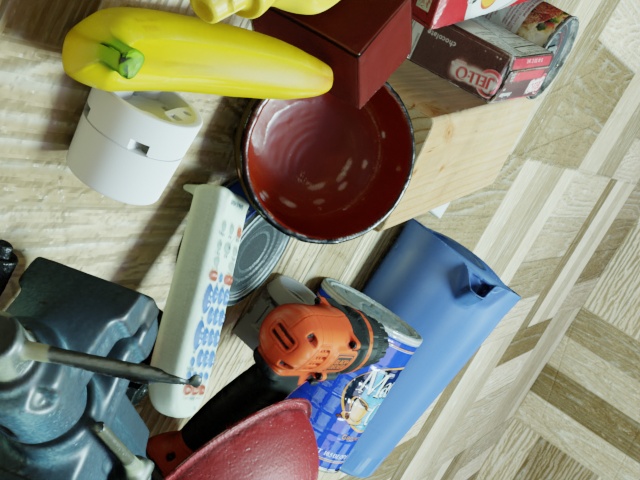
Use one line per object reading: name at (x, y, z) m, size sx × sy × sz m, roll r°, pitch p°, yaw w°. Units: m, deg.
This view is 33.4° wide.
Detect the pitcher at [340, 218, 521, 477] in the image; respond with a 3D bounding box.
pitcher at (0.073, 0.105, 1.056) m, size 0.243 × 0.145 × 0.149 m, roll -54°, pitch 150°, yaw 6°

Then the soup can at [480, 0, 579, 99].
soup can at (0.131, -0.159, 0.798) m, size 0.068 × 0.102 × 0.068 m, roll -46°, pitch 158°, yaw -26°

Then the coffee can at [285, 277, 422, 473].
coffee can at (0.011, 0.119, 0.947) m, size 0.140 × 0.103 × 0.102 m, roll -58°, pitch 160°, yaw 6°

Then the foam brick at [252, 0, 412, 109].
foam brick at (0.007, -0.122, 0.605) m, size 0.053 × 0.078 × 0.051 m, roll -49°, pitch 157°, yaw -20°

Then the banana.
banana at (-0.063, -0.085, 0.512) m, size 0.197 × 0.070 × 0.037 m, roll -17°, pitch 134°, yaw -63°

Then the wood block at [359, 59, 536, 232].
wood block at (0.073, -0.083, 0.799) m, size 0.205 × 0.091 × 0.090 m, roll -23°, pitch 142°, yaw -57°

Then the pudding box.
pudding box at (0.094, -0.135, 0.731) m, size 0.089 × 0.114 × 0.039 m, roll -18°, pitch 138°, yaw -59°

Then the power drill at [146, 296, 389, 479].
power drill at (-0.039, 0.118, 0.805) m, size 0.188 × 0.057 × 0.184 m, roll -45°, pitch 159°, yaw 11°

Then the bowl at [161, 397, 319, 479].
bowl at (-0.055, 0.183, 0.747) m, size 0.162 × 0.055 × 0.162 m, roll -34°, pitch 158°, yaw -16°

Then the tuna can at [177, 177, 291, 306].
tuna can at (-0.055, 0.001, 0.715) m, size 0.086 × 0.034 × 0.086 m, roll -46°, pitch 158°, yaw -26°
